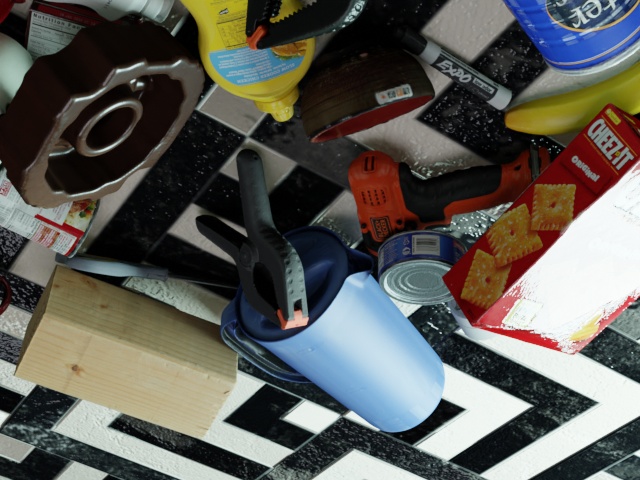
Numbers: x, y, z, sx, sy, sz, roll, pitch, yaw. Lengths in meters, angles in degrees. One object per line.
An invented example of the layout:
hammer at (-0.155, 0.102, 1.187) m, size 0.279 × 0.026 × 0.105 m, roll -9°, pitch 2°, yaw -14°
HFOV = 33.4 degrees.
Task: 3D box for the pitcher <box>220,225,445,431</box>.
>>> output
pitcher at (0.021, 0.106, 1.117) m, size 0.149 × 0.145 × 0.242 m, roll 23°, pitch 163°, yaw 48°

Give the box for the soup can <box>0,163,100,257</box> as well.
soup can at (-0.276, -0.035, 1.038) m, size 0.102 × 0.068 × 0.069 m, roll 27°, pitch 134°, yaw -21°

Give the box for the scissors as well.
scissors at (-0.177, 0.034, 1.106) m, size 0.201 × 0.016 × 0.096 m, roll 11°, pitch -179°, yaw -3°

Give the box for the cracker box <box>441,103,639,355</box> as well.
cracker box at (0.239, 0.002, 0.943) m, size 0.163 × 0.072 × 0.214 m, roll 19°, pitch 123°, yaw -42°

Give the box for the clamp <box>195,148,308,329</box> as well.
clamp at (-0.057, 0.001, 1.004) m, size 0.039 × 0.171 × 0.120 m, roll -17°, pitch 147°, yaw -35°

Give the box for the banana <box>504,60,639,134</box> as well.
banana at (0.249, -0.134, 0.895) m, size 0.198 × 0.037 × 0.069 m, roll -34°, pitch 107°, yaw 34°

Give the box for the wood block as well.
wood block at (-0.197, 0.117, 1.106) m, size 0.206 × 0.090 × 0.091 m, roll 22°, pitch 119°, yaw -17°

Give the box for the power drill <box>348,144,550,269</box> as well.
power drill at (0.130, -0.020, 1.014) m, size 0.188 × 0.057 × 0.184 m, roll -7°, pitch 143°, yaw 12°

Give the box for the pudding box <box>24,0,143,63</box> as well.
pudding box at (-0.209, -0.155, 0.920) m, size 0.090 × 0.039 × 0.114 m, roll 16°, pitch 135°, yaw -9°

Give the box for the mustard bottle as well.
mustard bottle at (-0.055, -0.172, 0.866) m, size 0.096 × 0.058 × 0.191 m, roll -17°, pitch 135°, yaw 4°

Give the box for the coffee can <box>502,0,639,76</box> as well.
coffee can at (0.174, -0.203, 0.773) m, size 0.103 × 0.102 × 0.140 m, roll -25°, pitch 130°, yaw 29°

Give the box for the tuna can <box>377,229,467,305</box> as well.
tuna can at (0.096, 0.027, 1.007) m, size 0.086 × 0.033 × 0.086 m, roll 2°, pitch 147°, yaw 1°

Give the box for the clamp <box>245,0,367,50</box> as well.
clamp at (0.021, -0.210, 0.751) m, size 0.164 × 0.036 × 0.210 m, roll 40°, pitch 118°, yaw 10°

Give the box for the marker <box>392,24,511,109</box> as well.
marker at (0.111, -0.147, 0.904) m, size 0.121 × 0.020 × 0.020 m, roll 28°, pitch 134°, yaw -22°
